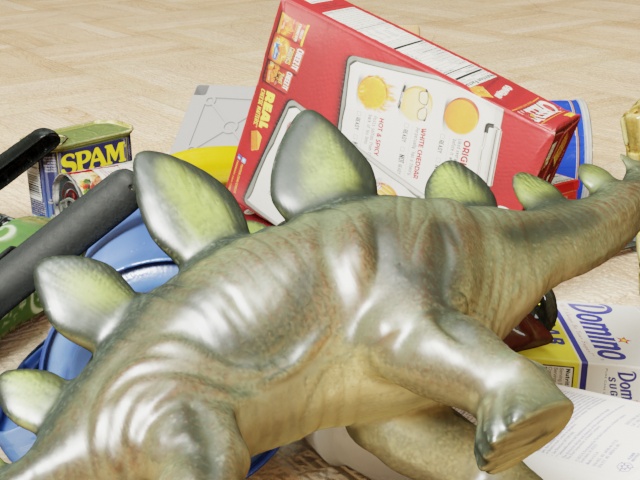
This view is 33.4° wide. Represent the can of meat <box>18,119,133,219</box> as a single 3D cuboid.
[{"bbox_3d":[-0.219,-0.059,0.979,0.101,0.084,0.058,-20,27,-41],"label":"can of meat"}]

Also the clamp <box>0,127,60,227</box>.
[{"bbox_3d":[-0.295,-0.041,0.916,0.172,0.120,0.039,5,-20,21],"label":"clamp"}]

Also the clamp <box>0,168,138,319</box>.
[{"bbox_3d":[-0.202,0.044,0.597,0.209,0.036,0.165,-46,13,-35],"label":"clamp"}]

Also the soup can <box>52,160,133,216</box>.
[{"bbox_3d":[-0.174,-0.035,0.934,0.102,0.068,0.069,-15,24,-34],"label":"soup can"}]

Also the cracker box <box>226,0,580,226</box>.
[{"bbox_3d":[0.051,-0.059,0.755,0.214,0.164,0.072,30,31,19],"label":"cracker box"}]

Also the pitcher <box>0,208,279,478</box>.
[{"bbox_3d":[-0.099,0.044,0.644,0.149,0.145,0.243,16,13,-12],"label":"pitcher"}]

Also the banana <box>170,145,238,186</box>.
[{"bbox_3d":[-0.086,-0.051,0.920,0.197,0.037,0.069,1,57,-26],"label":"banana"}]
